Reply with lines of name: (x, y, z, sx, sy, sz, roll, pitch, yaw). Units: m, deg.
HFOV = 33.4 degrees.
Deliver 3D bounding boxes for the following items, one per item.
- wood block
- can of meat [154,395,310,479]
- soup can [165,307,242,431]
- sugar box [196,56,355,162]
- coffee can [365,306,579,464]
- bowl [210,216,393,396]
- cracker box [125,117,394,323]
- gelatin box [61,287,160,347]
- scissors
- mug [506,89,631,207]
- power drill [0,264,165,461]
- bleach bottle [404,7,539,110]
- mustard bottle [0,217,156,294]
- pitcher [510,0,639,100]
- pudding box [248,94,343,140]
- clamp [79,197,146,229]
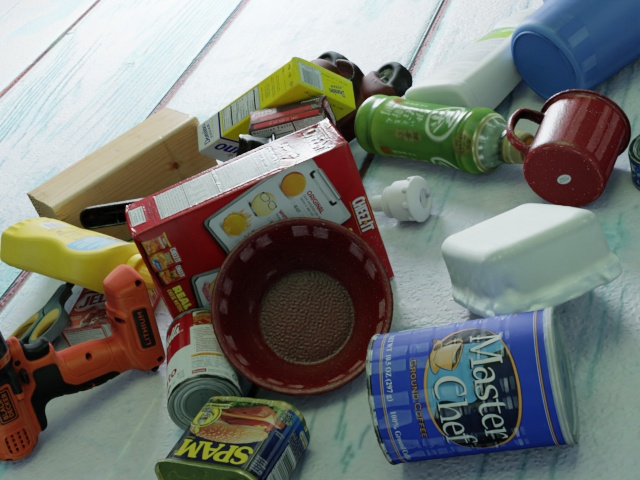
wood block: (-0.234, -0.067, 1.292, 0.205, 0.091, 0.090, -36, 31, -22)
can of meat: (-0.069, 0.174, 0.867, 0.102, 0.057, 0.083, 1, 35, 30)
soup can: (-0.105, 0.117, 0.962, 0.068, 0.068, 0.102, -19, 32, 4)
sugar box: (-0.054, -0.142, 1.242, 0.177, 0.093, 0.048, -32, 54, 37)
coffee can: (0.116, 0.111, 0.808, 0.140, 0.103, 0.102, -10, 33, 17)
bowl: (-0.015, 0.063, 0.959, 0.162, 0.055, 0.162, -1, 74, 4)
cracker box: (-0.057, 0.001, 1.018, 0.213, 0.164, 0.072, -24, 34, -4)
gelatin box: (-0.222, 0.076, 1.129, 0.089, 0.030, 0.073, -9, 34, 19)
scissors: (-0.271, 0.061, 1.145, 0.096, 0.016, 0.201, -11, 32, 45)
mug: (0.237, -0.092, 1.045, 0.117, 0.093, 0.081, 27, 52, 6)
power drill: (-0.248, 0.093, 0.993, 0.187, 0.184, 0.057, -25, 31, -24)
bleach bottle: (0.213, -0.215, 1.280, 0.103, 0.068, 0.250, 6, 38, 48)
mustard bottle: (-0.239, 0.021, 1.120, 0.192, 0.058, 0.096, 13, 10, 33)
pitcher: (0.329, -0.268, 1.230, 0.242, 0.145, 0.149, -37, 17, -19)
pudding box: (-0.020, -0.104, 1.202, 0.090, 0.113, 0.039, -10, 43, 16)
clamp: (-0.139, -0.040, 1.184, 0.209, 0.036, 0.165, -18, 18, -36)
